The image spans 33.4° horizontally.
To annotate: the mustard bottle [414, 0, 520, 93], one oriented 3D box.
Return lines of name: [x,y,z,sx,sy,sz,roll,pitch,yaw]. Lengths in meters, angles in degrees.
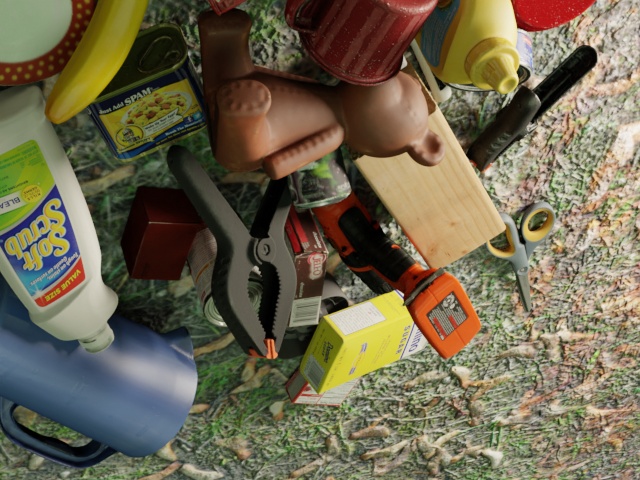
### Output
mustard bottle: [0.107,-0.181,0.846,0.058,0.192,0.096,-4,136,-23]

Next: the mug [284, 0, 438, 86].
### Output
mug: [0.029,-0.179,0.812,0.117,0.093,0.082,-2,151,-27]

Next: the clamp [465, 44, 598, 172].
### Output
clamp: [0.188,-0.116,1.034,0.120,0.039,0.172,-25,162,-43]

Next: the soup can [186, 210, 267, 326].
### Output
soup can: [-0.094,0.025,1.044,0.068,0.102,0.068,-14,139,-12]

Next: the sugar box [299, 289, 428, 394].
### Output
sugar box: [0.064,0.106,1.211,0.175,0.048,0.093,-15,142,-38]

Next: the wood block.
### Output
wood block: [0.096,-0.071,1.039,0.090,0.091,0.206,-31,139,8]

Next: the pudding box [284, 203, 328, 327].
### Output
pudding box: [-0.026,0.020,1.080,0.039,0.090,0.114,-7,138,-17]

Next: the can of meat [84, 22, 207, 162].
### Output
can of meat: [-0.148,-0.122,0.895,0.102,0.057,0.084,-23,142,0]

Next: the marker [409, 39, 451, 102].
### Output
marker: [0.095,-0.172,0.984,0.020,0.020,0.121,-28,140,5]

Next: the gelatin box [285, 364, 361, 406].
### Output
gelatin box: [0.009,0.163,1.299,0.073,0.030,0.089,8,131,-34]

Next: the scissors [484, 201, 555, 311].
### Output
scissors: [0.252,0.018,1.267,0.096,0.016,0.201,-33,139,10]

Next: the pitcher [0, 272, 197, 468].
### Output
pitcher: [-0.255,0.127,1.058,0.145,0.149,0.242,-15,146,37]

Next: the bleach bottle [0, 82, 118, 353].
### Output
bleach bottle: [-0.234,-0.005,0.922,0.102,0.068,0.251,-25,125,-5]

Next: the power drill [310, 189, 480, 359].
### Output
power drill: [0.077,0.037,1.077,0.057,0.188,0.184,-44,139,-5]

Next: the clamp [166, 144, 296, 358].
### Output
clamp: [-0.056,0.001,0.975,0.164,0.036,0.210,-21,105,-44]

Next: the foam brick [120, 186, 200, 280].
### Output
foam brick: [-0.154,-0.006,1.021,0.052,0.051,0.078,3,133,-27]

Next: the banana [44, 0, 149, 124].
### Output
banana: [-0.163,-0.181,0.813,0.069,0.037,0.198,-2,119,-39]
